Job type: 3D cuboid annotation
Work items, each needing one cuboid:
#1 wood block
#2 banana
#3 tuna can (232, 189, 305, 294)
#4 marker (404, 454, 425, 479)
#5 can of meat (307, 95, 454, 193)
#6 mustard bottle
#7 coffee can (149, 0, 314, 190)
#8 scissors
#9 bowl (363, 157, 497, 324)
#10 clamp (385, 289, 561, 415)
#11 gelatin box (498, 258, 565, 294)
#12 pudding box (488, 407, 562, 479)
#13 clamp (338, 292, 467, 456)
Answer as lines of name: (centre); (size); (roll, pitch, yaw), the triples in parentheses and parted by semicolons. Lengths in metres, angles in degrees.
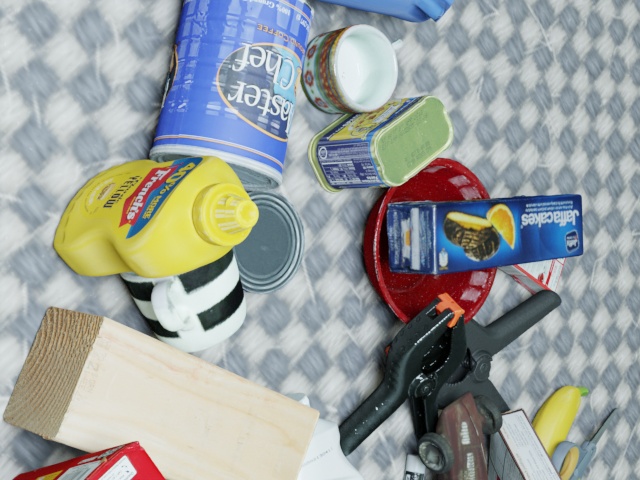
wood block: (-0.114, 0.130, 0.796); (0.205, 0.091, 0.090); (30, 73, -36)
banana: (0.239, 0.230, 1.122); (0.069, 0.037, 0.197); (40, 67, -32)
tuna can: (-0.056, 0.001, 0.878); (0.085, 0.034, 0.086); (-1, 91, -40)
marker: (0.082, 0.263, 1.006); (0.020, 0.020, 0.121); (14, 82, -39)
can of meat: (0.054, -0.086, 0.935); (0.102, 0.084, 0.057); (-39, 114, -33)
mustard bottle: (-0.105, -0.017, 0.735); (0.096, 0.192, 0.058); (-51, 120, -27)
coffee can: (-0.067, -0.119, 0.822); (0.102, 0.103, 0.140); (17, 80, -38)
scissors: (0.281, 0.216, 1.137); (0.201, 0.016, 0.096); (-49, 138, -39)
bowl: (0.092, 0.005, 0.986); (0.161, 0.055, 0.162); (-1, 91, -39)
clamp: (0.154, 0.111, 1.046); (0.209, 0.036, 0.164); (18, 88, -36)
gelatin box: (0.218, 0.007, 1.106); (0.089, 0.030, 0.073); (32, 69, -35)
pudding box: (0.197, 0.233, 1.026); (0.039, 0.113, 0.090); (-10, 125, -11)
clamp: (0.075, 0.126, 0.948); (0.120, 0.039, 0.172); (-9, 124, -37)
